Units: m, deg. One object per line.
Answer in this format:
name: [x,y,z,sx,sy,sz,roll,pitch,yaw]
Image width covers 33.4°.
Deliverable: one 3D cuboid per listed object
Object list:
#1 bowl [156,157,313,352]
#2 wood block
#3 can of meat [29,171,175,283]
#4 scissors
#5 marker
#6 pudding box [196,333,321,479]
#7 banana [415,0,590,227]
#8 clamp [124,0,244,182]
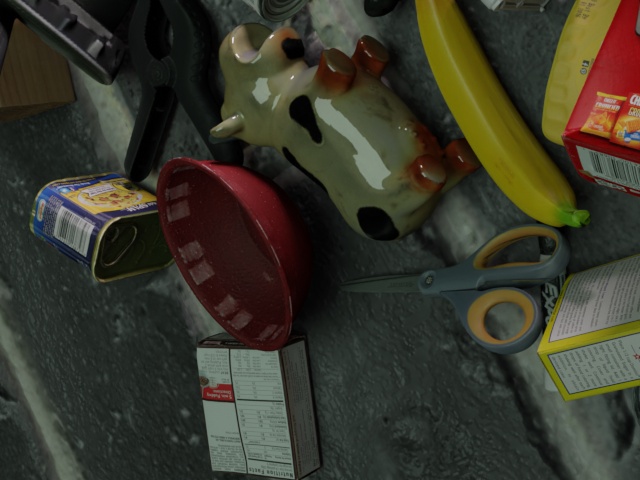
bowl: [-0.055,0.001,0.803,0.162,0.055,0.162,37,144,33]
wood block: [-0.295,-0.209,0.924,0.091,0.090,0.206,-9,94,36]
can of meat: [-0.173,-0.014,0.874,0.084,0.101,0.057,29,114,28]
scissors: [0.082,0.044,0.726,0.202,0.016,0.096,-22,49,40]
marker: [0.156,0.040,0.711,0.020,0.020,0.121,1,100,34]
pudding box: [-0.051,0.133,0.859,0.090,0.039,0.113,-2,100,34]
banana: [0.115,-0.081,0.692,0.198,0.037,0.070,59,161,19]
clamp: [-0.125,-0.126,0.857,0.120,0.039,0.171,-13,87,31]
